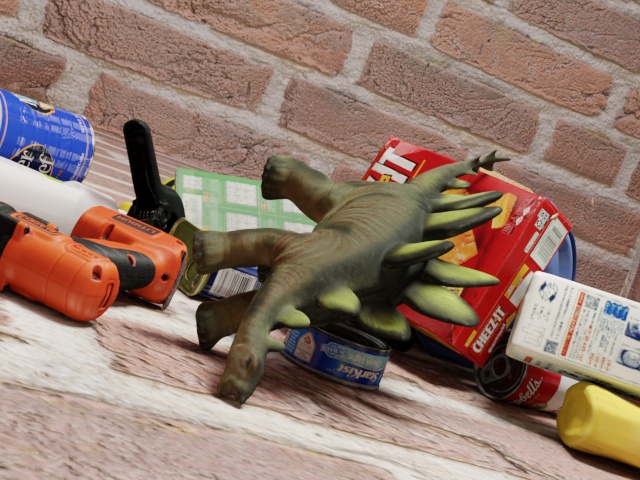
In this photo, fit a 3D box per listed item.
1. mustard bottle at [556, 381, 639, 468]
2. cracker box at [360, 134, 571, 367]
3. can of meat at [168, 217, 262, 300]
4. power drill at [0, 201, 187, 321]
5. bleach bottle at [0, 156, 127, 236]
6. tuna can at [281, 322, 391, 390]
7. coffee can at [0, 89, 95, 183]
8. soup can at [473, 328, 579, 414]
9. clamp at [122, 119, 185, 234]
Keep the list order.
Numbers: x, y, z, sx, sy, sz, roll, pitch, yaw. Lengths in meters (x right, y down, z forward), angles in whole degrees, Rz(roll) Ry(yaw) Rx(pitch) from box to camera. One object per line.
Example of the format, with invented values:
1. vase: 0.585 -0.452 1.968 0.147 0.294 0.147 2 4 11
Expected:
1. mustard bottle: 0.305 0.180 0.914 0.191 0.058 0.096 20 -1 -2
2. cracker box: 0.112 0.004 1.054 0.214 0.164 0.072 29 -7 44
3. can of meat: -0.091 0.026 0.999 0.083 0.057 0.102 21 4 -32
4. power drill: -0.197 0.004 0.791 0.185 0.057 0.187 26 9 18
5. bleach bottle: -0.268 -0.039 0.955 0.250 0.068 0.103 19 5 -45
6. tuna can: 0.013 0.088 0.859 0.086 0.034 0.086 20 4 -2
7. coffee can: -0.351 -0.117 1.251 0.103 0.103 0.140 24 6 39
8. soup can: 0.208 0.129 1.034 0.102 0.068 0.069 18 5 -35
9. clamp: -0.168 -0.019 1.010 0.039 0.120 0.171 13 -30 24
